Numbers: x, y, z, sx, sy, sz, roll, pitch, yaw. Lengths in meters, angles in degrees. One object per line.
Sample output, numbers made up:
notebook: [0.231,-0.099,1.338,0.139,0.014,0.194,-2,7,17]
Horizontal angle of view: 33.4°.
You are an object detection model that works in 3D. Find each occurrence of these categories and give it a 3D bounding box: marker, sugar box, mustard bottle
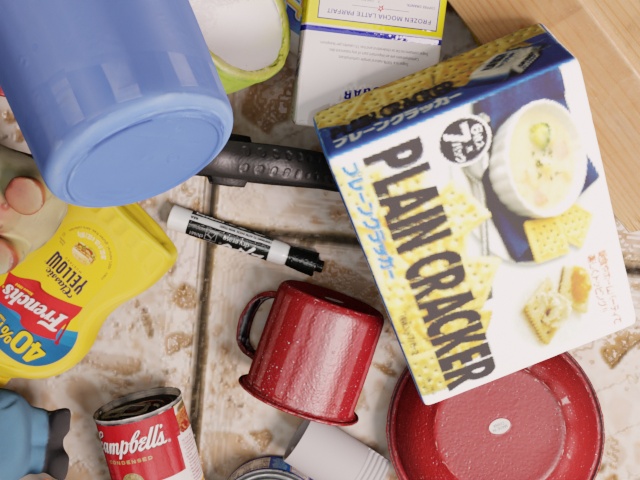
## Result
marker: [-0.055,0.001,0.798,0.121,0.020,0.020,18,100,-1]
sugar box: [0.035,-0.159,0.697,0.093,0.048,0.176,6,102,-7]
mustard bottle: [-0.202,0.045,0.791,0.096,0.058,0.192,45,99,0]

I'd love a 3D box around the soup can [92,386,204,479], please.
soup can: [-0.126,0.170,0.805,0.068,0.068,0.102,-12,100,4]

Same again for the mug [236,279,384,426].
mug: [-0.012,0.075,0.782,0.117,0.093,0.081,23,96,35]

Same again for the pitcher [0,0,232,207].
pitcher: [-0.135,-0.150,0.601,0.145,0.149,0.243,-22,72,-12]

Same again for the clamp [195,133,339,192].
clamp: [-0.072,-0.057,0.751,0.209,0.165,0.036,6,92,-22]

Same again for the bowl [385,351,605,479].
bowl: [0.127,0.137,0.771,0.162,0.055,0.162,-1,80,5]

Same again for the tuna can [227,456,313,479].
tuna can: [-0.038,0.212,0.826,0.086,0.033,0.086,0,99,2]
